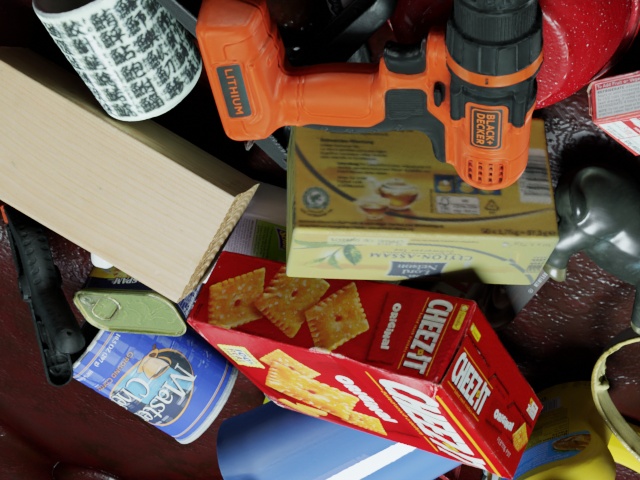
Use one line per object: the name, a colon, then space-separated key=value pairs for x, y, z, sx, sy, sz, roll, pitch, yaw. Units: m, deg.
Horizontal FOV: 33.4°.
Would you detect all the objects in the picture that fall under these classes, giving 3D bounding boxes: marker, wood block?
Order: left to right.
wood block: x=-0.161 y=-0.051 z=0.779 sx=0.206 sy=0.090 sz=0.091 roll=30 pitch=102 yaw=2
marker: x=0.013 y=-0.152 z=0.676 sx=0.020 sy=0.020 sz=0.121 roll=4 pitch=140 yaw=21

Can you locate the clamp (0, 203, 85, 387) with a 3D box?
clamp: x=-0.243 y=0.040 z=0.936 sx=0.120 sy=0.039 sz=0.171 roll=-31 pitch=77 yaw=59

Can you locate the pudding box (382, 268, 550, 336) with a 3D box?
pudding box: x=0.107 y=0.030 z=0.800 sx=0.090 sy=0.039 sz=0.113 roll=34 pitch=103 yaw=-18

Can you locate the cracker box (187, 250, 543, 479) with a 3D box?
cracker box: x=0.033 y=0.091 z=0.779 sx=0.214 sy=0.072 sz=0.164 roll=11 pitch=155 yaw=35

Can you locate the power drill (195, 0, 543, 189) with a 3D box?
power drill: x=0.029 y=-0.104 z=0.596 sx=0.188 sy=0.057 sz=0.184 roll=9 pitch=145 yaw=14

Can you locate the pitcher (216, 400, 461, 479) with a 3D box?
pitcher: x=0.044 y=0.162 z=0.925 sx=0.243 sy=0.149 sz=0.145 roll=-29 pitch=136 yaw=14

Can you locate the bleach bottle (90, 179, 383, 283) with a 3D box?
bleach bottle: x=-0.056 y=0.001 z=0.860 sx=0.251 sy=0.068 sz=0.103 roll=15 pitch=125 yaw=6

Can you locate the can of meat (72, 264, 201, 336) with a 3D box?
can of meat: x=-0.153 y=0.032 z=0.937 sx=0.102 sy=0.084 sz=0.057 roll=1 pitch=140 yaw=24

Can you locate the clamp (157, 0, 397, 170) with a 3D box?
clamp: x=-0.017 y=-0.109 z=0.703 sx=0.165 sy=0.036 sz=0.210 roll=9 pitch=150 yaw=20

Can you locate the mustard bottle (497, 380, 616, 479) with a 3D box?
mustard bottle: x=0.188 y=0.183 z=0.851 sx=0.096 sy=0.191 sz=0.058 roll=-28 pitch=100 yaw=21

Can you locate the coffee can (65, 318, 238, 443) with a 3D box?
coffee can: x=-0.165 y=0.119 z=1.038 sx=0.140 sy=0.102 sz=0.103 roll=35 pitch=141 yaw=-18
